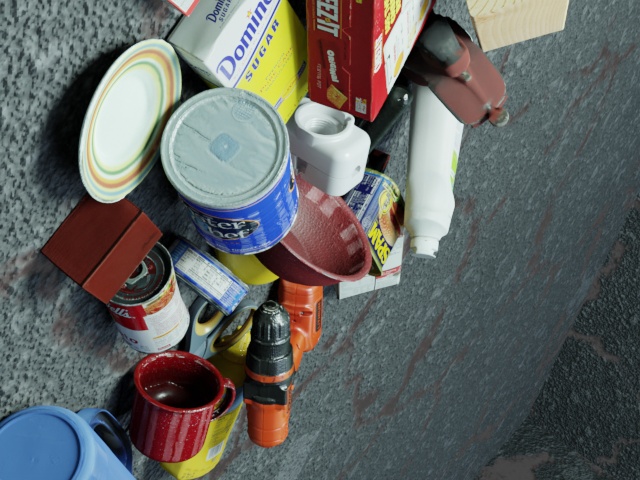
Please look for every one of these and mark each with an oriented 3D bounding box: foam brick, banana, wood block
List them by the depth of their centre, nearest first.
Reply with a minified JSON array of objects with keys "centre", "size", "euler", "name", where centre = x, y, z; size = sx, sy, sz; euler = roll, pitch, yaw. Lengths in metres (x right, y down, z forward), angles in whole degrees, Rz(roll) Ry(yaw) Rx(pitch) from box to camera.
[{"centre":[-0.177,0.002,0.868],"size":[0.078,0.051,0.053],"euler":[-53,159,-10],"name":"foam brick"},{"centre":[0.180,-0.247,1.011],"size":[0.206,0.091,0.090],"euler":[-6,83,-79],"name":"wood block"},{"centre":[-0.069,0.016,1.139],"size":[0.069,0.037,0.197],"euler":[-57,159,0],"name":"banana"}]

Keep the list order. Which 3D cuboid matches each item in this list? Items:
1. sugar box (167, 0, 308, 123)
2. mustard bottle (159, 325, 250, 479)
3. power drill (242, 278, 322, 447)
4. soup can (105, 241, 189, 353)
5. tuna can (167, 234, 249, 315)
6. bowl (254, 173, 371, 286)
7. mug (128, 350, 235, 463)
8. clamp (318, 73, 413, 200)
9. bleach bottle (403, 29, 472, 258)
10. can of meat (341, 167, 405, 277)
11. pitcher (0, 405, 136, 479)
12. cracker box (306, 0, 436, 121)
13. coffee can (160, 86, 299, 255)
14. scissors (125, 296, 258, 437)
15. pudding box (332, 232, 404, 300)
[{"centre":[-0.057,-0.160,0.908],"size":[0.093,0.048,0.176],"euler":[-57,160,-4],"name":"sugar box"},{"centre":[-0.120,0.181,1.230],"size":[0.096,0.058,0.192],"euler":[-20,139,-59],"name":"mustard bottle"},{"centre":[-0.043,0.111,1.203],"size":[0.187,0.057,0.184],"euler":[-66,164,-57],"name":"power drill"},{"centre":[-0.158,0.051,0.957],"size":[0.068,0.069,0.102],"euler":[-48,158,-22],"name":"soup can"},{"centre":[-0.110,0.033,1.008],"size":[0.033,0.086,0.086],"euler":[-52,158,-8],"name":"tuna can"},{"centre":[-0.026,-0.009,1.064],"size":[0.055,0.162,0.161],"euler":[-43,166,27],"name":"bowl"},{"centre":[-0.143,0.172,1.106],"size":[0.117,0.093,0.082],"euler":[-9,130,-35],"name":"mug"},{"centre":[0.036,-0.098,1.174],"size":[0.210,0.036,0.164],"euler":[-53,-175,20],"name":"clamp"},{"centre":[0.129,-0.107,1.208],"size":[0.102,0.068,0.251],"euler":[35,61,-71],"name":"bleach bottle"},{"centre":[0.054,-0.021,1.213],"size":[0.084,0.058,0.102],"euler":[-61,149,-21],"name":"can of meat"},{"centre":[-0.231,0.242,1.009],"size":[0.145,0.149,0.243],"euler":[-34,149,-15],"name":"pitcher"},{"centre":[0.056,-0.240,0.939],"size":[0.164,0.072,0.213],"euler":[88,26,-55],"name":"cracker box"},{"centre":[-0.073,-0.055,0.911],"size":[0.102,0.103,0.140],"euler":[-52,168,-12],"name":"coffee can"},{"centre":[-0.151,0.125,1.140],"size":[0.201,0.016,0.096],"euler":[-40,139,-11],"name":"scissors"},{"centre":[0.058,0.023,1.368],"size":[0.090,0.039,0.113],"euler":[-14,144,-9],"name":"pudding box"}]
